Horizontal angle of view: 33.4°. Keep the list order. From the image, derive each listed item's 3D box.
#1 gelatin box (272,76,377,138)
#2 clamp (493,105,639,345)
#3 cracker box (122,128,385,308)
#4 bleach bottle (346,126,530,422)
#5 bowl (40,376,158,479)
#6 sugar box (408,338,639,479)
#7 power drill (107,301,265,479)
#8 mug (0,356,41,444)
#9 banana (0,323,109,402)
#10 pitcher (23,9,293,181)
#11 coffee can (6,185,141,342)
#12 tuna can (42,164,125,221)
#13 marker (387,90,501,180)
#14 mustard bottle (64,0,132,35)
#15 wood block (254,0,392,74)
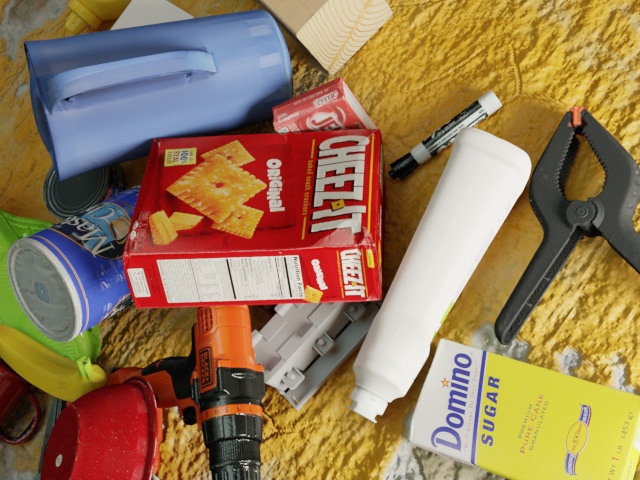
[{"bbox_3d":[0.006,-0.105,1.000,0.073,0.089,0.030,-21,54,17],"label":"gelatin box"},{"bbox_3d":[0.232,-0.014,0.887,0.165,0.036,0.210,-1,70,26],"label":"clamp"},{"bbox_3d":[-0.052,-0.023,0.933,0.214,0.072,0.164,-3,42,7],"label":"cracker box"},{"bbox_3d":[0.092,0.035,0.898,0.068,0.102,0.251,27,84,13],"label":"bleach bottle"},{"bbox_3d":[-0.196,0.189,0.907,0.162,0.055,0.162,-39,42,47],"label":"bowl"},{"bbox_3d":[0.164,0.147,0.853,0.176,0.048,0.093,14,77,28],"label":"sugar box"},{"bbox_3d":[-0.120,0.158,0.943,0.188,0.057,0.184,-27,59,40],"label":"power drill"},{"bbox_3d":[-0.334,0.156,1.072,0.117,0.093,0.081,38,91,-3],"label":"mug"},{"bbox_3d":[-0.253,0.118,1.014,0.198,0.069,0.037,6,33,47],"label":"banana"},{"bbox_3d":[-0.152,-0.148,1.015,0.242,0.145,0.149,-15,43,-14],"label":"pitcher"},{"bbox_3d":[-0.208,0.020,1.011,0.103,0.103,0.140,28,41,31],"label":"coffee can"},{"bbox_3d":[-0.252,-0.057,1.141,0.086,0.033,0.086,-9,67,23],"label":"tuna can"},{"bbox_3d":[0.113,-0.095,0.987,0.121,0.020,0.020,-37,59,9],"label":"marker"},{"bbox_3d":[-0.223,-0.310,1.211,0.191,0.058,0.096,-49,59,1],"label":"mustard bottle"},{"bbox_3d":[-0.033,-0.276,1.087,0.091,0.090,0.206,-45,59,4],"label":"wood block"}]
